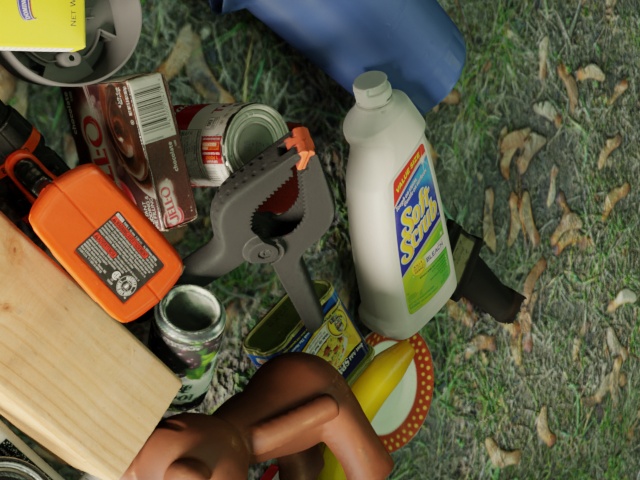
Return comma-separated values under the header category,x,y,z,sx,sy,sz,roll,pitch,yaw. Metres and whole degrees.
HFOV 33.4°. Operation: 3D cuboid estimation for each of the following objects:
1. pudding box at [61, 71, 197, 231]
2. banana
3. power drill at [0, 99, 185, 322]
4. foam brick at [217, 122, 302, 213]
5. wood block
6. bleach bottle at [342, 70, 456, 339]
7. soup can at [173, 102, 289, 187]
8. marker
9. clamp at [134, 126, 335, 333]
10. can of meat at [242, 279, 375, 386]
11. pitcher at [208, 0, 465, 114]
category,x,y,z,sx,sy,sz,roll,pitch,yaw
pudding box,-0.141,-0.065,0.786,0.039,0.090,0.113,-22,108,-42
banana,0.032,0.181,0.986,0.069,0.037,0.198,5,108,-32
power drill,-0.176,-0.033,0.693,0.057,0.188,0.184,-45,124,-9
foam brick,-0.051,-0.062,0.898,0.052,0.051,0.078,-3,96,-44
wood block,-0.205,0.070,0.738,0.206,0.091,0.090,50,61,-34
bleach bottle,0.061,-0.033,0.951,0.102,0.068,0.251,-42,136,-28
soup can,-0.080,-0.073,0.834,0.068,0.102,0.068,-5,97,-43
marker,-0.209,0.172,0.792,0.020,0.020,0.121,-54,126,-26
clamp,-0.055,0.001,0.811,0.164,0.036,0.210,0,137,-18
can of meat,-0.011,0.096,0.948,0.102,0.058,0.084,-47,121,-31
pitcher,0.027,-0.214,0.904,0.242,0.149,0.145,36,41,-43
